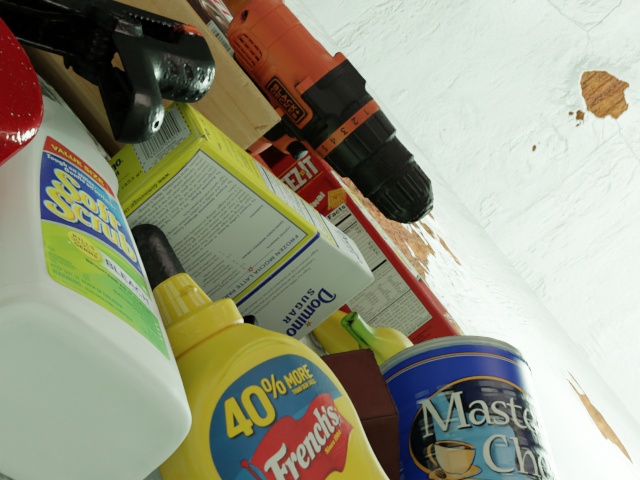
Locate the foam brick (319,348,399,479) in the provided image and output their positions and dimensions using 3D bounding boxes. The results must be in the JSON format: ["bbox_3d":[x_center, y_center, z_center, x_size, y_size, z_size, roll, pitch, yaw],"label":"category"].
[{"bbox_3d":[0.011,0.105,0.568,0.053,0.051,0.078,-111,-166,-53],"label":"foam brick"}]

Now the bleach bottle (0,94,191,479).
[{"bbox_3d":[-0.125,-0.005,0.469,0.102,0.068,0.251,43,11,-36],"label":"bleach bottle"}]

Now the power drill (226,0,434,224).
[{"bbox_3d":[-0.020,-0.063,0.769,0.184,0.188,0.057,51,55,-1],"label":"power drill"}]

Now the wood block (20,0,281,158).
[{"bbox_3d":[-0.129,-0.124,0.673,0.206,0.090,0.090,51,-11,-6],"label":"wood block"}]

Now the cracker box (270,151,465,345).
[{"bbox_3d":[0.041,0.032,0.919,0.214,0.072,0.164,53,4,16],"label":"cracker box"}]

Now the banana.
[{"bbox_3d":[0.031,0.071,0.739,0.069,0.037,0.198,53,-10,-3],"label":"banana"}]

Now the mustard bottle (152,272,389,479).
[{"bbox_3d":[-0.018,0.099,0.465,0.096,0.058,0.192,-24,79,-43],"label":"mustard bottle"}]

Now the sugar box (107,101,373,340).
[{"bbox_3d":[-0.054,0.001,0.635,0.176,0.093,0.048,39,16,-46],"label":"sugar box"}]

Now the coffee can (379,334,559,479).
[{"bbox_3d":[0.086,0.140,0.614,0.102,0.103,0.140,40,31,-40],"label":"coffee can"}]

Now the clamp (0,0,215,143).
[{"bbox_3d":[-0.103,-0.093,0.529,0.165,0.036,0.209,33,17,19],"label":"clamp"}]
